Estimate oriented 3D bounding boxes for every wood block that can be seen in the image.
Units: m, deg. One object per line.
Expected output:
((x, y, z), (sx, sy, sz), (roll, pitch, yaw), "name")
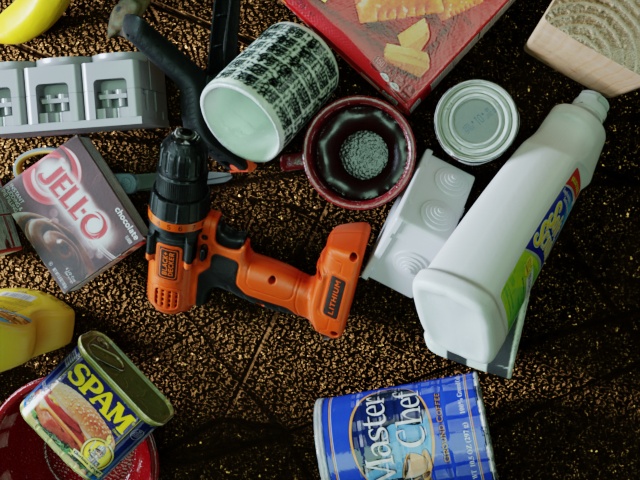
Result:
((0.222, -0.172, 0.812), (0.090, 0.206, 0.091), (31, 97, 4), "wood block")

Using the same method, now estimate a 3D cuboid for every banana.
((-0.234, -0.231, 0.909), (0.070, 0.037, 0.198), (47, 132, 18), "banana")

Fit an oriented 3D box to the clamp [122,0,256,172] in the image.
((-0.088, -0.143, 0.919), (0.120, 0.039, 0.171), (-40, 121, -25), "clamp")

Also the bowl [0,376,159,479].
((-0.219, 0.196, 0.971), (0.162, 0.055, 0.162), (1, 94, 7), "bowl")

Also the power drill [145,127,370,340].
((-0.056, 0.001, 0.904), (0.187, 0.057, 0.184), (15, 129, 5), "power drill")

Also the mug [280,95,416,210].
((0.024, -0.072, 0.907), (0.117, 0.081, 0.093), (-10, 93, 8), "mug")

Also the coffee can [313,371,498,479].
((0.074, 0.173, 0.908), (0.140, 0.102, 0.103), (-11, 93, 8), "coffee can")

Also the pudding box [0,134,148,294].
((-0.216, -0.024, 0.946), (0.090, 0.039, 0.113), (-34, 91, 9), "pudding box")

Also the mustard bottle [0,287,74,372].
((-0.284, 0.080, 0.902), (0.096, 0.191, 0.058), (10, 95, 6), "mustard bottle")

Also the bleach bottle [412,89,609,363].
((0.165, -0.029, 0.849), (0.068, 0.102, 0.250), (22, 64, 27), "bleach bottle")

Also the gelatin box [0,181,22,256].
((-0.306, -0.019, 0.949), (0.030, 0.089, 0.073), (-18, 91, 9), "gelatin box")

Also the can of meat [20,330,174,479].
((-0.191, 0.142, 0.906), (0.084, 0.057, 0.102), (-45, 87, 11), "can of meat")

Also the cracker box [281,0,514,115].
((0.085, -0.238, 0.892), (0.164, 0.072, 0.214), (43, 97, 2), "cracker box")

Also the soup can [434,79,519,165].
((0.128, -0.096, 0.882), (0.068, 0.102, 0.068), (1, 94, 7), "soup can")

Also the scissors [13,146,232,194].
((-0.185, -0.034, 0.970), (0.202, 0.016, 0.096), (12, 97, 6), "scissors")
